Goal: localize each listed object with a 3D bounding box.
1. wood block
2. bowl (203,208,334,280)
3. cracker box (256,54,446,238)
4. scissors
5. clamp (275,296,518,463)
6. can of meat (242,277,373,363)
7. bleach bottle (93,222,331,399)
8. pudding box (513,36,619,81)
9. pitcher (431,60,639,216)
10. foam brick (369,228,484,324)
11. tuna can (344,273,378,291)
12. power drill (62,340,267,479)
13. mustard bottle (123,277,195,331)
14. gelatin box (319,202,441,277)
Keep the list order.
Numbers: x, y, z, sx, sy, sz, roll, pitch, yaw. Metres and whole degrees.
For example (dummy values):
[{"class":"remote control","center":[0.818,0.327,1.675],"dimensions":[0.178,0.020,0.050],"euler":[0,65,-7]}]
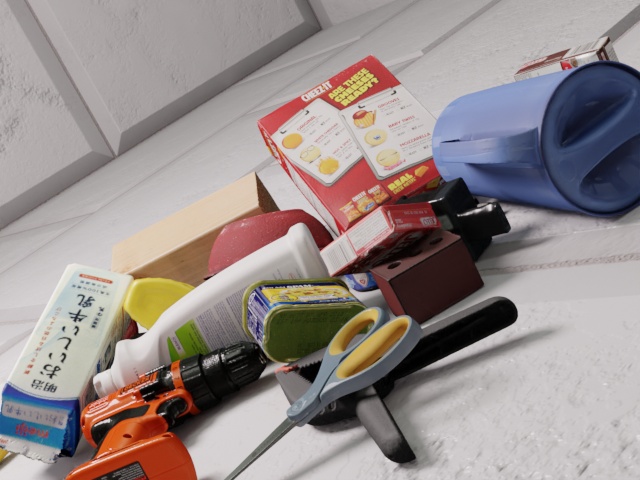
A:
[{"class":"wood block","center":[-0.146,0.014,1.312],"dimensions":[0.206,0.090,0.091],"euler":[-27,31,9]},{"class":"bowl","center":[-0.058,0.001,1.195],"dimensions":[0.162,0.055,0.162],"euler":[-13,-3,-1]},{"class":"cracker box","center":[0.052,-0.096,1.211],"dimensions":[0.164,0.072,0.214],"euler":[-31,50,-9]},{"class":"scissors","center":[-0.010,0.115,0.804],"dimensions":[0.202,0.016,0.096],"euler":[-37,20,9]},{"class":"clamp","center":[0.046,0.100,0.824],"dimensions":[0.164,0.036,0.210],"euler":[-42,20,-29]},{"class":"can of meat","center":[-0.011,0.071,0.941],"dimensions":[0.102,0.057,0.084],"euler":[-2,12,-15]},{"class":"bleach bottle","center":[-0.106,0.083,1.026],"dimensions":[0.251,0.102,0.068],"euler":[-26,8,4]},{"class":"pudding box","center":[0.285,-0.167,1.197],"dimensions":[0.114,0.090,0.039],"euler":[-12,23,45]},{"class":"pitcher","center":[0.195,-0.093,1.014],"dimensions":[0.145,0.149,0.243],"euler":[-55,19,-10]},{"class":"foam brick","center":[0.094,0.032,0.943],"dimensions":[0.078,0.051,0.053],"euler":[-30,15,-9]},{"class":"tuna can","center":[0.062,0.016,1.087],"dimensions":[0.086,0.034,0.086],"euler":[-26,15,7]},{"class":"power drill","center":[-0.134,0.160,0.917],"dimensions":[0.184,0.057,0.187],"euler":[-26,13,8]},{"class":"mustard bottle","center":[-0.155,0.074,1.154],"dimensions":[0.192,0.096,0.058],"euler":[143,146,-85]},{"class":"gelatin box","center":[0.055,0.000,0.976],"dimensions":[0.073,0.030,0.089],"euler":[-4,-26,-49]}]
